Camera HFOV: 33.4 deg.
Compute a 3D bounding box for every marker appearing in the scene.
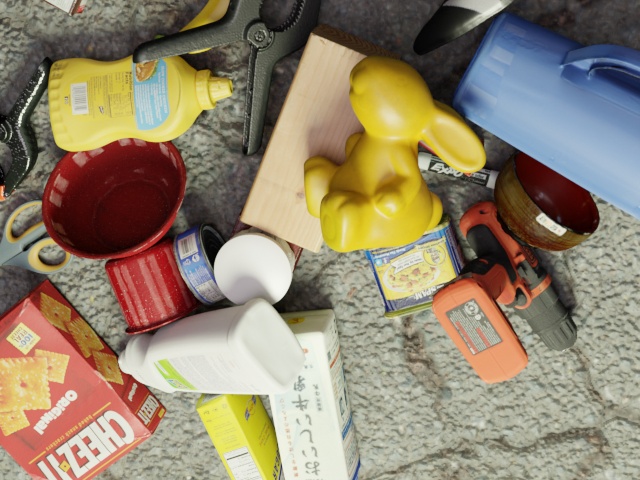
[{"bbox_3d":[0.132,-0.077,1.119,0.121,0.020,0.020,15,109,4],"label":"marker"}]

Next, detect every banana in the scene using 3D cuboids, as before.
[{"bbox_3d":[-0.098,-0.263,1.087,0.069,0.037,0.198,33,110,-4],"label":"banana"}]

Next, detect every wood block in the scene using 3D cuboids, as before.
[{"bbox_3d":[-0.001,-0.106,1.094,0.091,0.090,0.206,23,109,0],"label":"wood block"}]

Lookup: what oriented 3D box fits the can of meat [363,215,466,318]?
[{"bbox_3d":[0.104,0.027,1.137,0.102,0.057,0.084,-17,103,14],"label":"can of meat"}]

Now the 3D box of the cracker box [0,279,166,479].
[{"bbox_3d":[-0.314,0.179,1.245,0.164,0.072,0.213,-37,99,18],"label":"cracker box"}]

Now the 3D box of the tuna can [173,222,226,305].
[{"bbox_3d":[-0.122,0.025,1.158,0.034,0.086,0.086,-25,102,14],"label":"tuna can"}]

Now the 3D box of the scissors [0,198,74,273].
[{"bbox_3d":[-0.363,0.034,1.236,0.096,0.016,0.202,44,109,-6],"label":"scissors"}]

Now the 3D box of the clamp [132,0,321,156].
[{"bbox_3d":[-0.076,-0.209,1.068,0.164,0.036,0.210,31,96,-28],"label":"clamp"}]

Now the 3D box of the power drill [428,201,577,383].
[{"bbox_3d":[0.187,0.065,1.069,0.057,0.187,0.184,-34,96,29],"label":"power drill"}]

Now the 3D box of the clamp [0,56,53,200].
[{"bbox_3d":[-0.340,-0.129,1.169,0.120,0.039,0.171,1,114,14],"label":"clamp"}]

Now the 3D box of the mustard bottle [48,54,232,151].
[{"bbox_3d":[-0.187,-0.151,1.123,0.192,0.058,0.096,-5,84,10],"label":"mustard bottle"}]

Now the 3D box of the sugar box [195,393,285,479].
[{"bbox_3d":[-0.078,0.238,1.215,0.048,0.093,0.176,-24,103,15],"label":"sugar box"}]

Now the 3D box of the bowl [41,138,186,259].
[{"bbox_3d":[-0.212,-0.041,1.142,0.162,0.162,0.055,-6,151,11],"label":"bowl"}]

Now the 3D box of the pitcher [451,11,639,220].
[{"bbox_3d":[0.257,-0.126,1.022,0.243,0.145,0.149,28,109,3],"label":"pitcher"}]

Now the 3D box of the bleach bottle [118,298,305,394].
[{"bbox_3d":[-0.137,0.121,1.154,0.251,0.068,0.102,-8,128,43],"label":"bleach bottle"}]

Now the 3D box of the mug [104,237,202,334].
[{"bbox_3d":[-0.194,0.049,1.183,0.117,0.093,0.081,-10,104,50],"label":"mug"}]
